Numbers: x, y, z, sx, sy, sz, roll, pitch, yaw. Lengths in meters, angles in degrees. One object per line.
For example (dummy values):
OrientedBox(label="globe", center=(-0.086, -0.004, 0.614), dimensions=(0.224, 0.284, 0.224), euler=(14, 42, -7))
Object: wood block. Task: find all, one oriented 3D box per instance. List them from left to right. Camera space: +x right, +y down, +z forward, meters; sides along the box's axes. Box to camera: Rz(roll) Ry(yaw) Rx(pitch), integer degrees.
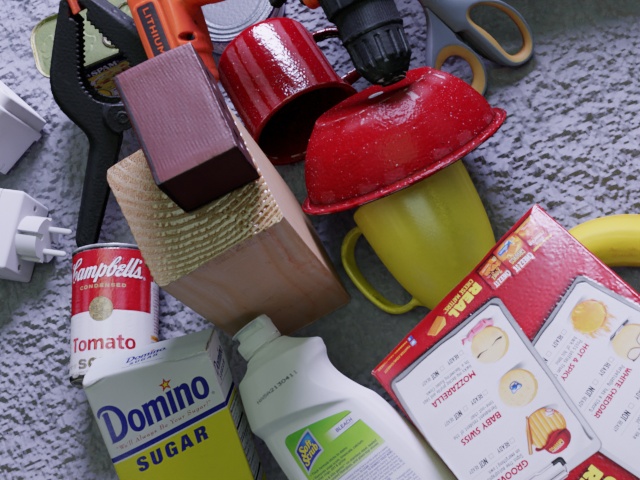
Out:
OrientedBox(label="wood block", center=(-0.056, 0.001, 0.740), dimensions=(0.090, 0.206, 0.091), euler=(-29, 69, 3))

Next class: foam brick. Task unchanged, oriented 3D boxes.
OrientedBox(label="foam brick", center=(-0.078, -0.066, 0.627), dimensions=(0.051, 0.053, 0.078), euler=(-27, 70, 4))

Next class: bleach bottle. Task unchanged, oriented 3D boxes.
OrientedBox(label="bleach bottle", center=(0.034, 0.151, 0.722), dimensions=(0.102, 0.068, 0.251), euler=(-39, 81, 1))

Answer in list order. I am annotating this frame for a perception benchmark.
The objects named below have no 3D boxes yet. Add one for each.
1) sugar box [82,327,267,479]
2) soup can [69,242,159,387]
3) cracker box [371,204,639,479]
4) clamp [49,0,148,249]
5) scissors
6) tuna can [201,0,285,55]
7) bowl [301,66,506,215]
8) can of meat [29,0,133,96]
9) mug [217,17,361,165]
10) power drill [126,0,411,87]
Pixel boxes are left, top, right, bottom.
OrientedBox(label="sugar box", center=(-0.091, 0.156, 0.741), dimensions=(0.093, 0.048, 0.176), euler=(-16, 107, 8))
OrientedBox(label="soup can", center=(-0.159, 0.060, 0.822), dimensions=(0.068, 0.068, 0.102), euler=(-5, 73, 12))
OrientedBox(label="cracker box", center=(0.157, 0.106, 0.677), dimensions=(0.164, 0.072, 0.214), euler=(-47, 50, 7))
OrientedBox(label="clamp", center=(-0.139, -0.098, 0.829), dimensions=(0.164, 0.036, 0.210), euler=(-13, 111, 4))
OrientedBox(label="scissors", center=(0.072, -0.170, 0.800), dimensions=(0.201, 0.016, 0.096), euler=(23, 102, -23))
OrientedBox(label="tuna can", center=(-0.073, -0.199, 0.897), dimensions=(0.086, 0.033, 0.086), euler=(-4, 73, 12))
OrientedBox(label="bowl", center=(0.048, -0.080, 0.764), dimensions=(0.162, 0.162, 0.055), euler=(-25, 104, 5))
OrientedBox(label="can of meat", center=(-0.172, -0.153, 0.880), dimensions=(0.102, 0.084, 0.057), euler=(-21, 70, 6))
OrientedBox(label="mug", center=(-0.019, -0.125, 0.833), dimensions=(0.117, 0.093, 0.081), euler=(-33, 64, 5))
OrientedBox(label="power drill", center=(-0.039, -0.166, 0.752), dimensions=(0.188, 0.057, 0.184), euler=(-23, 84, 27))
